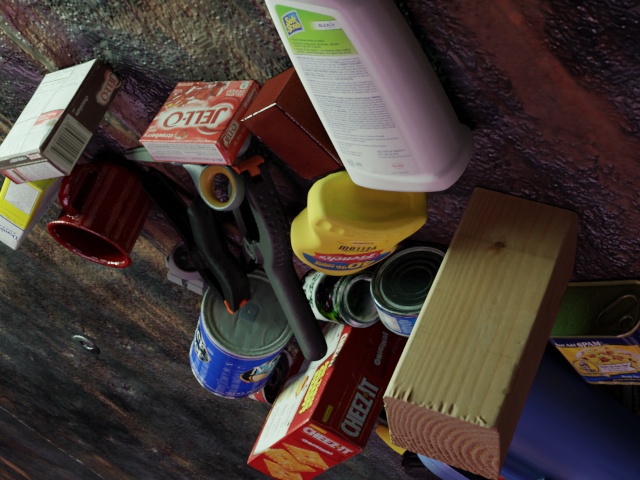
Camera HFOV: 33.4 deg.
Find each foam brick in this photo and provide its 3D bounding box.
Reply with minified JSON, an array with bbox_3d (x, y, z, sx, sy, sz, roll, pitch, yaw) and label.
[{"bbox_3d":[-0.012,-0.097,0.867,0.078,0.053,0.051,42,147,-21],"label":"foam brick"}]

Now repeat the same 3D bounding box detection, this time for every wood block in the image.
[{"bbox_3d":[0.132,0.070,0.851,0.091,0.206,0.090,16,148,20],"label":"wood block"}]

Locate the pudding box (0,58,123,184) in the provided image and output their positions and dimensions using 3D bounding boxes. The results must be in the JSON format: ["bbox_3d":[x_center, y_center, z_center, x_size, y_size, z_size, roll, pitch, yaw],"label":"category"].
[{"bbox_3d":[-0.240,-0.108,0.975,0.090,0.113,0.039,-5,140,45],"label":"pudding box"}]

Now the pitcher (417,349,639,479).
[{"bbox_3d":[0.194,0.174,0.981,0.242,0.149,0.145,33,180,-7],"label":"pitcher"}]

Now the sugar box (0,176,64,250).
[{"bbox_3d":[-0.295,-0.063,1.111,0.048,0.093,0.176,36,149,-11],"label":"sugar box"}]

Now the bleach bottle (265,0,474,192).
[{"bbox_3d":[0.023,-0.143,0.757,0.103,0.068,0.250,4,140,35],"label":"bleach bottle"}]

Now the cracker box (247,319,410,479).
[{"bbox_3d":[0.011,0.162,1.137,0.072,0.164,0.214,30,151,-7],"label":"cracker box"}]

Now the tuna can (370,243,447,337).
[{"bbox_3d":[0.089,0.044,0.968,0.086,0.086,0.033,8,144,30],"label":"tuna can"}]

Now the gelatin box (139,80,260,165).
[{"bbox_3d":[-0.099,-0.101,0.909,0.089,0.073,0.030,5,144,34],"label":"gelatin box"}]

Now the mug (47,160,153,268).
[{"bbox_3d":[-0.228,-0.035,1.097,0.093,0.081,0.117,7,153,31],"label":"mug"}]

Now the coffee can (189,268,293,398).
[{"bbox_3d":[-0.089,0.106,1.194,0.103,0.102,0.140,27,151,2],"label":"coffee can"}]

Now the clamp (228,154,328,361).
[{"bbox_3d":[-0.057,0.001,1.037,0.165,0.036,0.210,42,153,49],"label":"clamp"}]

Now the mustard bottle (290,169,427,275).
[{"bbox_3d":[0.024,-0.008,0.945,0.096,0.058,0.192,0,166,-11],"label":"mustard bottle"}]

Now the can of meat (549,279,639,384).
[{"bbox_3d":[0.252,0.082,0.923,0.102,0.057,0.083,-6,139,45],"label":"can of meat"}]

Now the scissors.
[{"bbox_3d":[-0.126,-0.063,0.998,0.016,0.096,0.202,-4,171,-40],"label":"scissors"}]

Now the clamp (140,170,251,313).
[{"bbox_3d":[-0.112,0.006,1.072,0.171,0.039,0.120,57,166,-25],"label":"clamp"}]

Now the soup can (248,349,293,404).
[{"bbox_3d":[-0.094,0.157,1.312,0.102,0.068,0.068,11,146,29],"label":"soup can"}]
